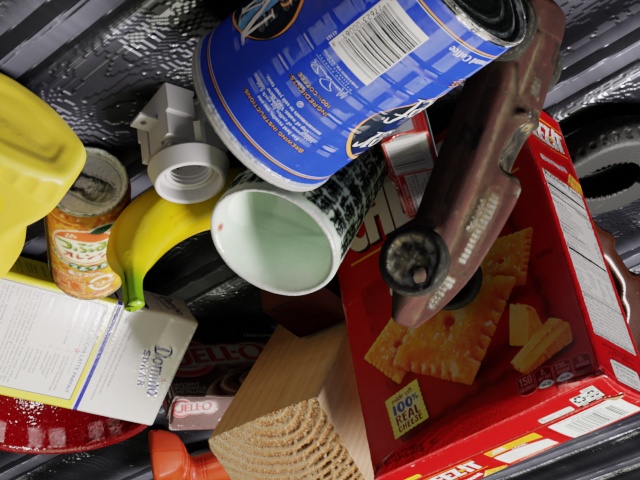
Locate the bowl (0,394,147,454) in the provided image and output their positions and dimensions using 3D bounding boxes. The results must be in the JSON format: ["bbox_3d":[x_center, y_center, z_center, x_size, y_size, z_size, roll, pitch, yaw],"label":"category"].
[{"bbox_3d":[-0.216,0.121,0.881,0.162,0.055,0.162,-8,149,-5],"label":"bowl"}]

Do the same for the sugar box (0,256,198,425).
[{"bbox_3d":[-0.187,0.069,0.765,0.176,0.048,0.093,18,104,-32],"label":"sugar box"}]

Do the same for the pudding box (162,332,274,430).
[{"bbox_3d":[-0.076,0.113,0.875,0.113,0.090,0.039,3,119,-21],"label":"pudding box"}]

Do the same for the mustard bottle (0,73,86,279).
[{"bbox_3d":[-0.220,-0.019,0.639,0.096,0.058,0.192,35,134,-14],"label":"mustard bottle"}]

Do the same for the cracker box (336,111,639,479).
[{"bbox_3d":[0.096,0.033,0.683,0.164,0.214,0.072,-31,142,29],"label":"cracker box"}]

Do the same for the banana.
[{"bbox_3d":[-0.067,-0.014,0.679,0.197,0.069,0.037,-26,171,-43],"label":"banana"}]

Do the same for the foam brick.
[{"bbox_3d":[-0.011,0.019,0.758,0.051,0.078,0.053,-22,147,21],"label":"foam brick"}]

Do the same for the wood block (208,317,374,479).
[{"bbox_3d":[0.007,0.110,0.781,0.090,0.206,0.091,-25,105,24],"label":"wood block"}]

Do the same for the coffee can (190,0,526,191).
[{"bbox_3d":[0.017,-0.103,0.545,0.141,0.103,0.102,-34,142,32],"label":"coffee can"}]

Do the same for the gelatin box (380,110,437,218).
[{"bbox_3d":[0.051,-0.066,0.643,0.030,0.073,0.089,-15,149,8],"label":"gelatin box"}]

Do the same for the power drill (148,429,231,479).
[{"bbox_3d":[-0.074,0.210,1.065,0.187,0.057,0.184,-6,148,-7],"label":"power drill"}]
